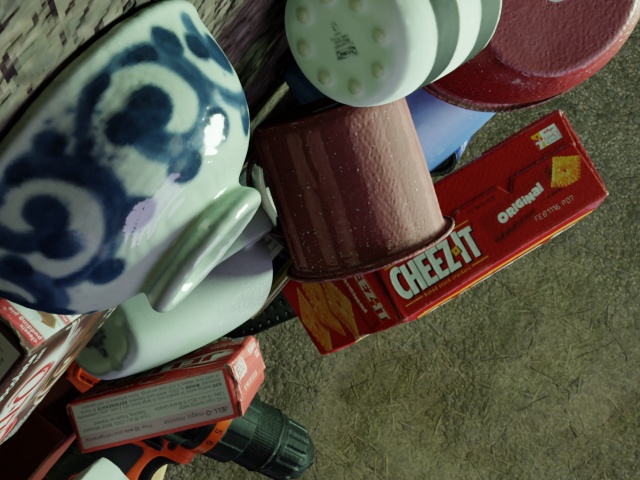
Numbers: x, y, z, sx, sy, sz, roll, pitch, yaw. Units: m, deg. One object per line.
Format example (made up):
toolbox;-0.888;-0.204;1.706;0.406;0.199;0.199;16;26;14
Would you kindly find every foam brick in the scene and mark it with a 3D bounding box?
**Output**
foam brick;-0.167;0.106;0.568;0.078;0.053;0.051;-49;179;13

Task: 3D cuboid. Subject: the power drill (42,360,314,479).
power drill;-0.118;0.155;0.673;0.188;0.184;0.057;-56;-158;6

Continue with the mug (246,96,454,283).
mug;0.006;-0.032;0.565;0.117;0.081;0.093;-6;-163;44

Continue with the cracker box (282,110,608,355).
cracker box;0.074;0.004;0.734;0.164;0.072;0.214;-31;178;-17

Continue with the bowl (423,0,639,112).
bowl;0.111;-0.136;0.551;0.162;0.162;0.055;-50;-153;10

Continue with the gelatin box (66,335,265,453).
gelatin box;-0.078;0.079;0.563;0.089;0.030;0.073;-15;-175;8

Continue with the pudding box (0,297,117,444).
pudding box;-0.133;0.054;0.432;0.114;0.039;0.090;-50;178;24
